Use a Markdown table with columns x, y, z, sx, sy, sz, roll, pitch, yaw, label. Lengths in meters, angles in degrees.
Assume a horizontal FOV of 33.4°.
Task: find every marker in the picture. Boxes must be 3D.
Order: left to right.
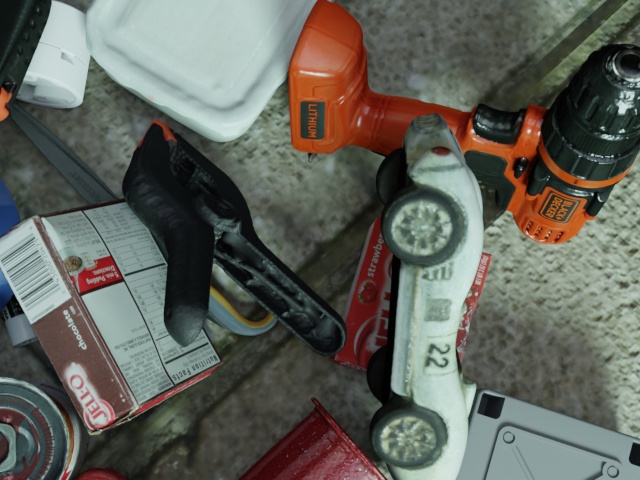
| x | y | z | sx | sy | sz | roll | pitch | yaw | label |
| --- | --- | --- | --- | --- | --- | --- | --- | --- | --- |
| -0.188 | 0.002 | 0.617 | 0.020 | 0.020 | 0.121 | -21 | 83 | -9 | marker |

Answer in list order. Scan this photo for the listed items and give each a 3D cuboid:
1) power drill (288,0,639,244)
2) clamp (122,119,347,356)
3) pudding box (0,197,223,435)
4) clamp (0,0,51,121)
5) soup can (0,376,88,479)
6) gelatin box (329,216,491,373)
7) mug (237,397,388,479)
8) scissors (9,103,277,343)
| x | y | z | sx | sy | sz | roll | pitch | yaw | label |
| --- | --- | --- | --- | --- | --- | --- | --- | --- | --- |
| 0.077 | -0.069 | 0.581 | 0.188 | 0.184 | 0.057 | 20 | 68 | 7 | power drill |
| -0.054 | 0.001 | 0.593 | 0.039 | 0.120 | 0.171 | -44 | 47 | 22 | clamp |
| -0.110 | 0.036 | 0.566 | 0.039 | 0.089 | 0.113 | -30 | 86 | 24 | pudding box |
| -0.194 | -0.165 | 0.601 | 0.164 | 0.036 | 0.210 | -25 | 67 | 2 | clamp |
| -0.160 | 0.107 | 0.560 | 0.068 | 0.102 | 0.068 | 1 | 81 | -6 | soup can |
| 0.053 | 0.040 | 0.628 | 0.073 | 0.030 | 0.089 | 18 | 79 | -2 | gelatin box |
| 0.005 | 0.155 | 0.574 | 0.081 | 0.093 | 0.117 | -42 | 74 | -6 | mug |
| -0.120 | 0.009 | 0.624 | 0.202 | 0.016 | 0.096 | 30 | 79 | 0 | scissors |
